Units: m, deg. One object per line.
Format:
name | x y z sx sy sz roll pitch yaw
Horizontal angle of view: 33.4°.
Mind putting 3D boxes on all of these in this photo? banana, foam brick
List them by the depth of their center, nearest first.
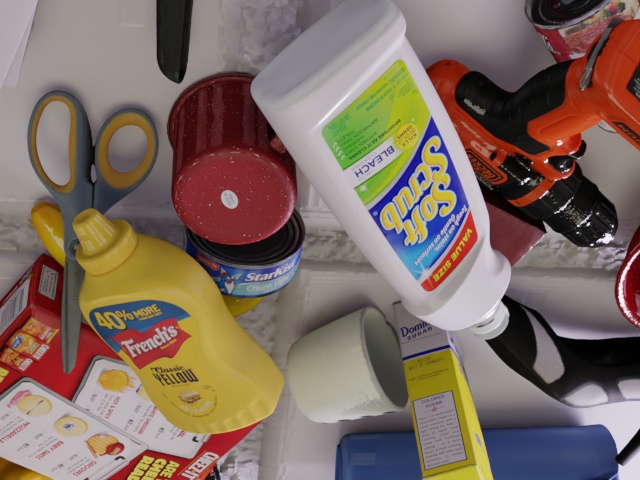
foam brick | 0.113 -0.019 0.773 0.078 0.053 0.051 24 124 -24
banana | -0.126 0.024 0.805 0.197 0.037 0.070 14 104 -19

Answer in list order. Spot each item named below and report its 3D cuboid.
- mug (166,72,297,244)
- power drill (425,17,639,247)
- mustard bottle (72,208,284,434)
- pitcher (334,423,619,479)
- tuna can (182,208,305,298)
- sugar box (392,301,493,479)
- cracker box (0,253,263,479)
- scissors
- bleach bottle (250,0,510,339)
mug | -0.049 -0.058 0.708 0.117 0.081 0.093 -37 123 24
power drill | 0.166 -0.059 0.672 0.184 0.057 0.188 35 160 -20
mustard bottle | -0.108 0.053 0.729 0.096 0.058 0.191 -10 128 30
pitcher | 0.135 0.230 0.948 0.243 0.145 0.149 2 118 -1
tuna can | -0.055 0.001 0.755 0.086 0.086 0.034 5 131 -8
sugar box | 0.097 0.133 0.819 0.048 0.176 0.093 -16 130 11
cracker box | -0.177 0.122 0.857 0.213 0.072 0.164 30 121 -27
scissors | -0.151 -0.007 0.742 0.096 0.016 0.202 -11 109 -10
bleach bottle | 0.062 -0.029 0.688 0.102 0.068 0.250 -40 123 -4
